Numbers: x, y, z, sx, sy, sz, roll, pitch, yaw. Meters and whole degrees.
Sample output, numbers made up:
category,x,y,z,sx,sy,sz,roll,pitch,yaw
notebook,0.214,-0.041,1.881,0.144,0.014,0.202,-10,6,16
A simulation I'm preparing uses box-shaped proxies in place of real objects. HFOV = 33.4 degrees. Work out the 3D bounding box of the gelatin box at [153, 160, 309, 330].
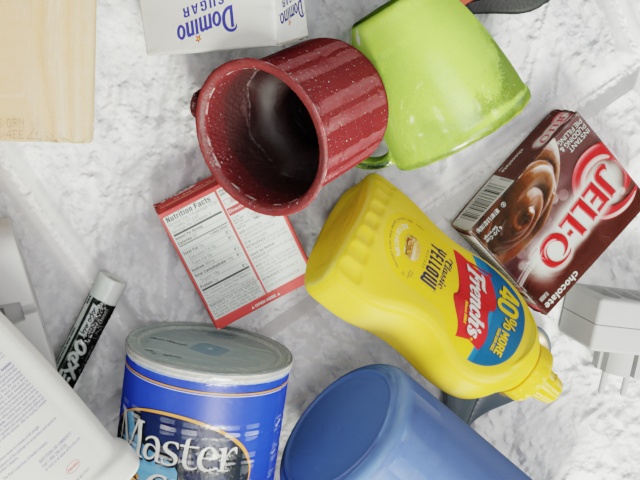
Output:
category,x,y,z,sx,sy,sz,roll,pitch,yaw
gelatin box,-0.054,0.001,0.680,0.073,0.030,0.089,-28,109,-8

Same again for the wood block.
category,x,y,z,sx,sy,sz,roll,pitch,yaw
wood block,-0.168,-0.161,0.576,0.090,0.091,0.206,0,102,-18

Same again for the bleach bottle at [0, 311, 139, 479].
category,x,y,z,sx,sy,sz,roll,pitch,yaw
bleach bottle,-0.208,0.055,0.564,0.102,0.068,0.251,-43,108,-30

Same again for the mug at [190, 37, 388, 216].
category,x,y,z,sx,sy,sz,roll,pitch,yaw
mug,-0.023,-0.074,0.634,0.081,0.117,0.093,-34,131,-48

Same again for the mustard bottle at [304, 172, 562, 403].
category,x,y,z,sx,sy,sz,roll,pitch,yaw
mustard bottle,0.083,0.047,0.691,0.191,0.058,0.096,37,46,-15

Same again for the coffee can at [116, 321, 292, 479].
category,x,y,z,sx,sy,sz,roll,pitch,yaw
coffee can,-0.077,0.132,0.663,0.102,0.103,0.140,5,101,-18

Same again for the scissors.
category,x,y,z,sx,sy,sz,roll,pitch,yaw
scissors,0.109,0.136,0.766,0.096,0.016,0.202,6,100,-17

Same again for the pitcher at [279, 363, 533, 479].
category,x,y,z,sx,sy,sz,roll,pitch,yaw
pitcher,0.084,0.200,0.695,0.145,0.149,0.242,-39,114,16

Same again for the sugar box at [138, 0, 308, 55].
category,x,y,z,sx,sy,sz,roll,pitch,yaw
sugar box,-0.064,-0.196,0.601,0.093,0.048,0.176,2,109,28

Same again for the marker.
category,x,y,z,sx,sy,sz,roll,pitch,yaw
marker,-0.157,0.077,0.671,0.020,0.020,0.121,26,93,-20

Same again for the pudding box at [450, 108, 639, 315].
category,x,y,z,sx,sy,sz,roll,pitch,yaw
pudding box,0.158,-0.020,0.734,0.113,0.039,0.090,-46,111,-3
